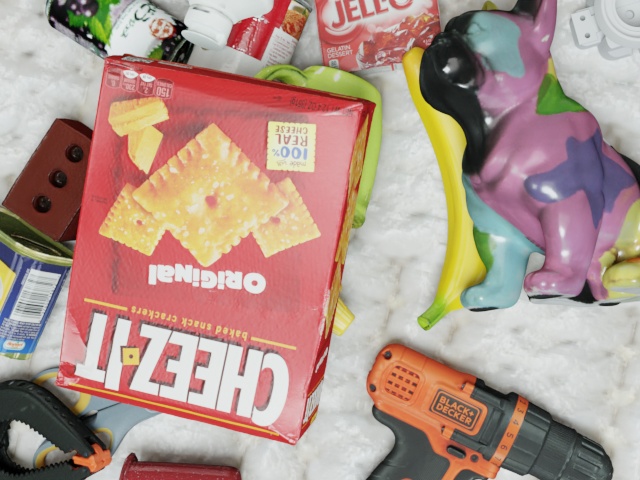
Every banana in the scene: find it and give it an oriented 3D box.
[{"bbox_3d":[0.096,-0.038,0.755,0.037,0.069,0.198,-7,87,49],"label":"banana"}]

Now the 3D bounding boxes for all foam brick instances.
[{"bbox_3d":[-0.186,-0.044,0.790,0.053,0.051,0.078,33,94,5],"label":"foam brick"}]

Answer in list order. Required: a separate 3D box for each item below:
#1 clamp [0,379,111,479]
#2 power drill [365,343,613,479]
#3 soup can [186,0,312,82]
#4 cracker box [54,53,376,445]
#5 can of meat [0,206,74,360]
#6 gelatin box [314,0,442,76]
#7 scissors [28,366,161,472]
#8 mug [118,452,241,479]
[{"bbox_3d":[-0.259,0.156,0.799,0.210,0.036,0.164,14,94,16],"label":"clamp"},{"bbox_3d":[0.091,0.189,0.760,0.184,0.057,0.187,26,91,9],"label":"power drill"},{"bbox_3d":[-0.057,-0.133,0.765,0.068,0.068,0.102,24,93,5],"label":"soup can"},{"bbox_3d":[-0.067,0.003,0.668,0.164,0.072,0.214,12,99,9],"label":"cracker box"},{"bbox_3d":[-0.236,0.029,0.781,0.102,0.057,0.084,29,97,32],"label":"can of meat"},{"bbox_3d":[0.042,-0.160,0.773,0.089,0.030,0.073,-7,90,6],"label":"gelatin box"},{"bbox_3d":[-0.140,0.109,0.804,0.202,0.016,0.096,-34,87,6],"label":"scissors"},{"bbox_3d":[-0.100,0.212,0.771,0.081,0.093,0.117,3,122,1],"label":"mug"}]
